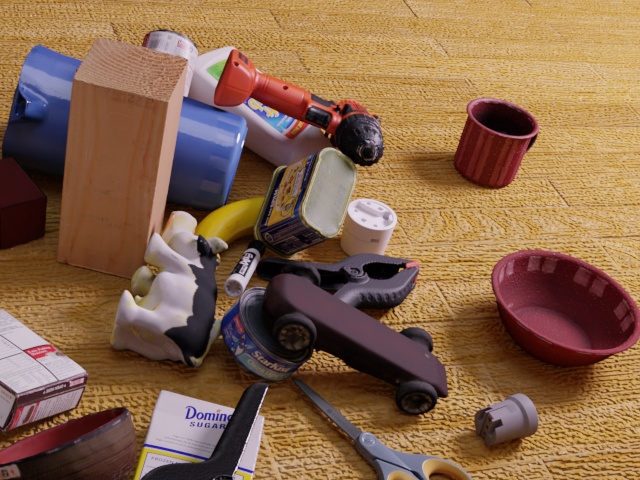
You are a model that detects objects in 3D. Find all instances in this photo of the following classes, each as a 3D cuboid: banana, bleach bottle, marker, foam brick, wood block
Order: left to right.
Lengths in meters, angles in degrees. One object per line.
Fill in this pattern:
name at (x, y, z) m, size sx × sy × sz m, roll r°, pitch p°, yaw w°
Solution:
foam brick at (-0.313, -0.038, 1.062) m, size 0.051 × 0.053 × 0.078 m, roll -17°, pitch 47°, yaw -37°
wood block at (-0.192, -0.076, 1.025) m, size 0.090 × 0.206 × 0.090 m, roll 13°, pitch 36°, yaw -3°
marker at (-0.072, 0.025, 1.042) m, size 0.020 × 0.020 × 0.121 m, roll 17°, pitch 20°, yaw 2°
banana at (-0.069, -0.013, 1.136) m, size 0.197 × 0.037 × 0.069 m, roll -23°, pitch 80°, yaw -37°
bleach bottle at (-0.054, -0.141, 1.286) m, size 0.251 × 0.068 × 0.102 m, roll 37°, pitch 41°, yaw 23°

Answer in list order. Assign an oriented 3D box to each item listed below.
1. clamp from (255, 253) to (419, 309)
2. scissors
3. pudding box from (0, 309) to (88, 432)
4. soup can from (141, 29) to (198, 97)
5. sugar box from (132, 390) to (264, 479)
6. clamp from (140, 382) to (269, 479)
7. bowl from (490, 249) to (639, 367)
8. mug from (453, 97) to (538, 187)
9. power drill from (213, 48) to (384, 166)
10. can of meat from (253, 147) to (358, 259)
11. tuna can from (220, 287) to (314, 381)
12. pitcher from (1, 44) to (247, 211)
clamp at (0.031, 0.051, 1.079) m, size 0.171 × 0.039 × 0.120 m, roll -6°, pitch 41°, yaw -20°
scissors at (0.061, 0.181, 0.939) m, size 0.096 × 0.016 × 0.202 m, roll -8°, pitch 42°, yaw -31°
pudding box at (-0.263, 0.104, 0.882) m, size 0.114 × 0.039 × 0.089 m, roll 30°, pitch 19°, yaw 22°
soup can at (-0.186, -0.186, 1.246) m, size 0.068 × 0.068 × 0.102 m, roll 13°, pitch 69°, yaw -4°
sugar box at (-0.103, 0.200, 0.828) m, size 0.093 × 0.048 × 0.176 m, roll 15°, pitch 33°, yaw -3°
clamp at (-0.062, 0.197, 0.778) m, size 0.165 × 0.036 × 0.209 m, roll 40°, pitch 40°, yaw 24°
bowl at (0.246, 0.080, 1.106) m, size 0.162 × 0.055 × 0.162 m, roll 10°, pitch 36°, yaw -8°
mug at (0.226, -0.123, 1.346) m, size 0.117 × 0.082 × 0.093 m, roll -14°, pitch 45°, yaw -33°
power drill at (-0.022, -0.141, 1.162) m, size 0.187 × 0.057 × 0.184 m, roll 23°, pitch 13°, yaw -12°
can of meat at (-0.014, -0.039, 1.102) m, size 0.057 × 0.084 × 0.102 m, roll 32°, pitch 59°, yaw -25°
tuna can at (-0.049, 0.087, 0.980) m, size 0.086 × 0.034 × 0.086 m, roll 32°, pitch 31°, yaw -23°
pitcher at (-0.207, -0.114, 1.152) m, size 0.242 × 0.145 × 0.149 m, roll 16°, pitch 48°, yaw -5°
